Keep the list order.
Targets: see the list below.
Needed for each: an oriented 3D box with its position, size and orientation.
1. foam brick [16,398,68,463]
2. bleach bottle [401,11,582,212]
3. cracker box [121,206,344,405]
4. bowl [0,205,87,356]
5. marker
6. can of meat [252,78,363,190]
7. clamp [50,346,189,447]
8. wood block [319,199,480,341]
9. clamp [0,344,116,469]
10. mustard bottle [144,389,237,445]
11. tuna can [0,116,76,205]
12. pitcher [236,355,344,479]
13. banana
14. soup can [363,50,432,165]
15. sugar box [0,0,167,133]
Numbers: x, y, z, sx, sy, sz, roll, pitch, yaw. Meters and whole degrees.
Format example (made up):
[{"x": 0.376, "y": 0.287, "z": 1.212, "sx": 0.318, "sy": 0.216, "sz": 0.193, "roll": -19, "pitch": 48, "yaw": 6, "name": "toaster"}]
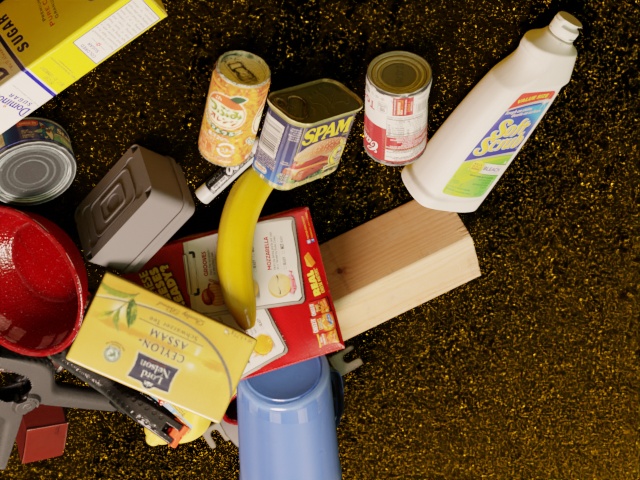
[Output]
[{"x": -0.345, "y": 0.229, "z": 1.319, "sx": 0.052, "sy": 0.051, "sz": 0.078, "roll": -6, "pitch": 140, "yaw": -27, "name": "foam brick"}, {"x": 0.195, "y": -0.142, "z": 1.170, "sx": 0.102, "sy": 0.068, "sz": 0.251, "roll": 5, "pitch": 132, "yaw": -36, "name": "bleach bottle"}, {"x": -0.098, "y": 0.068, "z": 1.172, "sx": 0.213, "sy": 0.164, "sz": 0.072, "roll": -16, "pitch": -176, "yaw": -13, "name": "cracker box"}, {"x": -0.286, "y": 0.031, "z": 1.053, "sx": 0.162, "sy": 0.162, "sz": 0.055, "roll": -54, "pitch": 174, "yaw": 33, "name": "bowl"}, {"x": -0.082, "y": -0.082, "z": 1.111, "sx": 0.121, "sy": 0.020, "sz": 0.020, "roll": -40, "pitch": 142, "yaw": 19, "name": "marker"}, {"x": -0.016, "y": -0.106, "z": 1.064, "sx": 0.101, "sy": 0.057, "sz": 0.084, "roll": -23, "pitch": 144, "yaw": -42, "name": "can of meat"}, {"x": -0.221, "y": 0.166, "z": 1.174, "sx": 0.039, "sy": 0.172, "sz": 0.120, "roll": -60, "pitch": 150, "yaw": -2, "name": "clamp"}, {"x": 0.078, "y": 0.033, "z": 1.294, "sx": 0.206, "sy": 0.091, "sz": 0.090, "roll": -25, "pitch": 144, "yaw": 0, "name": "wood block"}, {"x": -0.323, "y": 0.172, "z": 1.201, "sx": 0.164, "sy": 0.036, "sz": 0.210, "roll": -24, "pitch": 142, "yaw": -12, "name": "clamp"}, {"x": -0.173, "y": 0.199, "z": 1.347, "sx": 0.058, "sy": 0.096, "sz": 0.192, "roll": -21, "pitch": 154, "yaw": -53, "name": "mustard bottle"}, {"x": -0.272, "y": -0.073, "z": 0.995, "sx": 0.086, "sy": 0.034, "sz": 0.086, "roll": -16, "pitch": 144, "yaw": -13, "name": "tuna can"}, {"x": -0.035, "y": 0.219, "z": 1.302, "sx": 0.145, "sy": 0.149, "sz": 0.243, "roll": -5, "pitch": 138, "yaw": -4, "name": "pitcher"}, {"x": -0.074, "y": -0.008, "z": 1.121, "sx": 0.069, "sy": 0.198, "sz": 0.037, "roll": 18, "pitch": 173, "yaw": -7, "name": "banana"}, {"x": 0.079, "y": -0.136, "z": 1.101, "sx": 0.068, "sy": 0.068, "sz": 0.102, "roll": -17, "pitch": 143, "yaw": -12, "name": "soup can"}, {"x": -0.215, "y": -0.169, "z": 0.856, "sx": 0.176, "sy": 0.093, "sz": 0.048, "roll": -32, "pitch": 144, "yaw": 8, "name": "sugar box"}]
